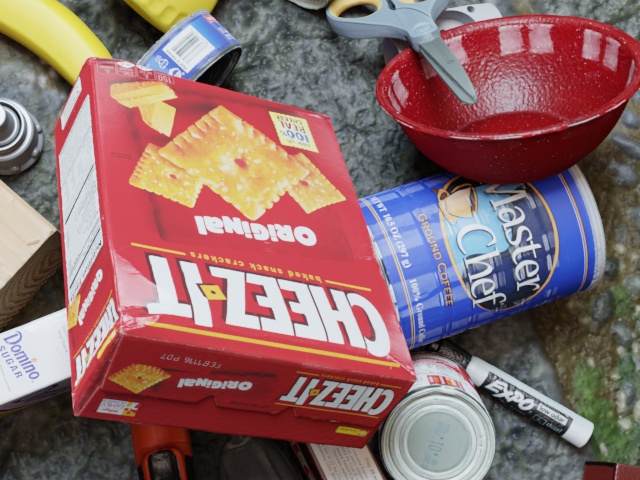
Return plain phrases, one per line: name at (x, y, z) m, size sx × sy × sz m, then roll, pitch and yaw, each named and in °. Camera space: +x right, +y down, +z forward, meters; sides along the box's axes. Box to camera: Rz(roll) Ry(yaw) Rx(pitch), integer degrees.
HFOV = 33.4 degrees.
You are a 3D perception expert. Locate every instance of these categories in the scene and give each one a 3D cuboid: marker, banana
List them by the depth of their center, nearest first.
banana at (-0.216, -0.145, 0.706) m, size 0.197 × 0.037 × 0.069 m, roll 17°, pitch 79°, yaw -3°
marker at (0.125, 0.099, 0.709) m, size 0.121 × 0.020 × 0.020 m, roll 31°, pitch 78°, yaw 0°

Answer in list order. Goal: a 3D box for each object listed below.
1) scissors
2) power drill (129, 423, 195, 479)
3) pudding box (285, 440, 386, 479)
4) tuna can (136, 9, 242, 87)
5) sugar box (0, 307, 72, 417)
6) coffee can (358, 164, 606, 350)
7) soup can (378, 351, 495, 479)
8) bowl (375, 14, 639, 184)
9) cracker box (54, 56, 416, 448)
scissors at (0.047, -0.128, 0.682) m, size 0.096 × 0.201 × 0.016 m, roll -12°, pitch 125°, yaw 13°
power drill at (-0.093, 0.114, 0.608) m, size 0.057 × 0.184 × 0.187 m, roll -8°, pitch 71°, yaw -9°
pudding box at (0.001, 0.121, 0.655) m, size 0.039 × 0.090 × 0.113 m, roll -27°, pitch 84°, yaw -12°
tuna can at (-0.090, -0.106, 0.688) m, size 0.034 × 0.086 × 0.086 m, roll 43°, pitch 78°, yaw 1°
sugar box at (-0.221, 0.094, 0.633) m, size 0.176 × 0.093 × 0.048 m, roll -19°, pitch 83°, yaw -9°
coffee can at (0.094, 0.004, 0.681) m, size 0.140 × 0.103 × 0.103 m, roll -18°, pitch 82°, yaw -9°
soup can at (0.067, 0.110, 0.650) m, size 0.068 × 0.102 × 0.068 m, roll 0°, pitch 95°, yaw 2°
bowl at (0.117, -0.081, 0.653) m, size 0.162 × 0.162 × 0.055 m, roll -18°, pitch 124°, yaw -10°
cracker box at (-0.054, 0.001, 0.589) m, size 0.164 × 0.072 × 0.214 m, roll 12°, pitch 40°, yaw -27°
